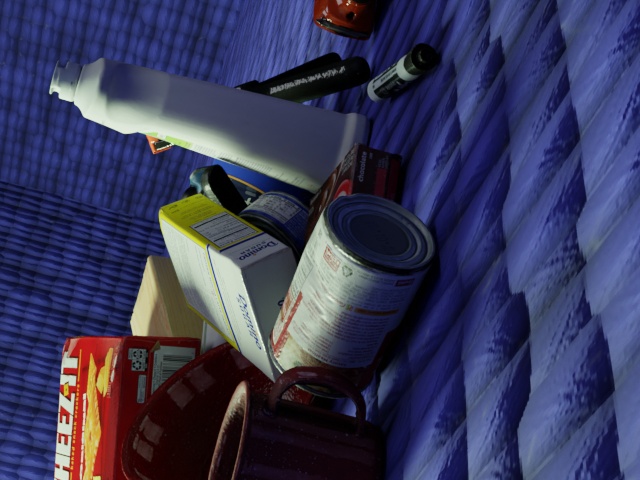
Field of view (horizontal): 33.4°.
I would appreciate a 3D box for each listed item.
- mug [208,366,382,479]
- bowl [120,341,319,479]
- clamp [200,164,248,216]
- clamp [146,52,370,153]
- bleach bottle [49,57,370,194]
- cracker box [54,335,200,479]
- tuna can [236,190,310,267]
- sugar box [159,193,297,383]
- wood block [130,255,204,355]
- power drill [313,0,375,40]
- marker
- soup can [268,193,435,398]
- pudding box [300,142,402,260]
[{"bbox_3d":[-0.012,0.122,0.596,0.093,0.081,0.117,-102,29,-68],"label":"mug"},{"bbox_3d":[-0.061,0.138,0.769,0.162,0.162,0.055,-94,-21,-61],"label":"bowl"},{"bbox_3d":[-0.056,0.001,0.923,0.039,0.120,0.172,-56,-5,-36],"label":"clamp"},{"bbox_3d":[-0.059,-0.130,0.984,0.164,0.210,0.036,-93,-17,-77],"label":"clamp"},{"bbox_3d":[-0.093,-0.099,0.868,0.103,0.250,0.068,164,120,-78],"label":"bleach bottle"},{"bbox_3d":[-0.172,0.163,0.913,0.214,0.072,0.164,-11,74,64],"label":"cracker box"},{"bbox_3d":[-0.030,0.006,0.835,0.033,0.086,0.086,-40,-11,-33],"label":"tuna can"},{"bbox_3d":[-0.063,0.030,0.790,0.176,0.048,0.093,27,137,57],"label":"sugar box"},{"bbox_3d":[-0.116,0.108,1.014,0.206,0.090,0.090,-118,42,-55],"label":"wood block"},{"bbox_3d":[0.051,-0.279,0.908,0.188,0.057,0.184,119,163,-52],"label":"power drill"},{"bbox_3d":[0.057,-0.117,0.752,0.121,0.020,0.020,164,121,-78],"label":"marker"},{"bbox_3d":[0.017,0.032,0.615,0.068,0.068,0.102,-89,18,-53],"label":"soup can"},{"bbox_3d":[0.017,-0.004,0.739,0.114,0.039,0.090,128,154,-66],"label":"pudding box"}]
